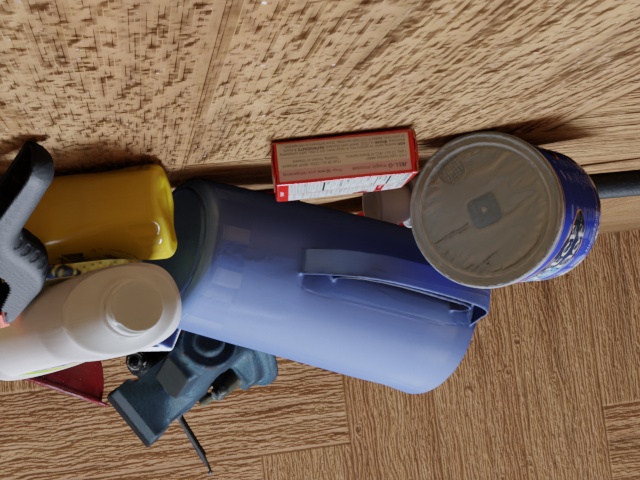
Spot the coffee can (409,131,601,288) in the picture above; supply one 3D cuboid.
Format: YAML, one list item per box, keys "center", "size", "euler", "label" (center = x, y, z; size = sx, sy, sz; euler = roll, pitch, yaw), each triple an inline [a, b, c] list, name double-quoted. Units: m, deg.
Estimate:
- center: [0.135, -0.020, 0.755]
  size: [0.103, 0.103, 0.140]
  euler: [-8, 177, 25]
  label: "coffee can"

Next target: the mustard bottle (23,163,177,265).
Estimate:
- center: [-0.191, -0.009, 0.677]
  size: [0.191, 0.058, 0.096]
  euler: [-6, 171, -2]
  label: "mustard bottle"

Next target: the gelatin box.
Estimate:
- center: [0.014, -0.048, 0.672]
  size: [0.089, 0.030, 0.073]
  euler: [-7, 176, -2]
  label: "gelatin box"

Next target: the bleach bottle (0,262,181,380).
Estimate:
- center: [-0.157, 0.051, 0.689]
  size: [0.102, 0.068, 0.251]
  euler: [-14, 180, -25]
  label: "bleach bottle"

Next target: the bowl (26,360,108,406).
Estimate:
- center: [-0.256, 0.097, 0.947]
  size: [0.162, 0.055, 0.162]
  euler: [18, 168, 4]
  label: "bowl"

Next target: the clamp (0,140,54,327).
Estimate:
- center: [-0.188, -0.001, 0.594]
  size: [0.120, 0.039, 0.171]
  euler: [-5, 154, 5]
  label: "clamp"

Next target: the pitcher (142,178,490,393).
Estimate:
- center: [-0.001, 0.031, 0.808]
  size: [0.242, 0.145, 0.149]
  euler: [16, 120, -32]
  label: "pitcher"
